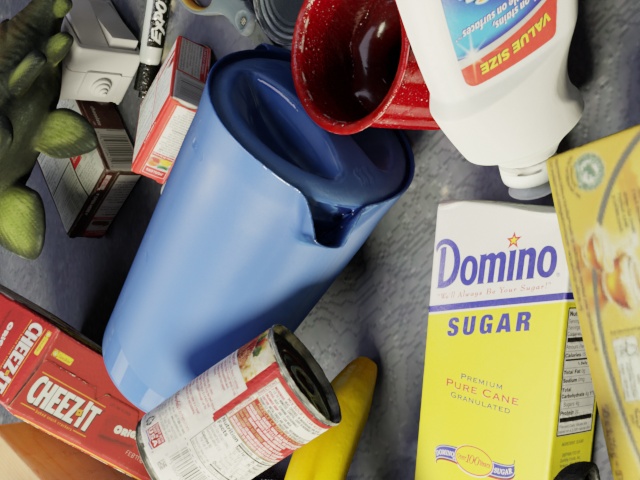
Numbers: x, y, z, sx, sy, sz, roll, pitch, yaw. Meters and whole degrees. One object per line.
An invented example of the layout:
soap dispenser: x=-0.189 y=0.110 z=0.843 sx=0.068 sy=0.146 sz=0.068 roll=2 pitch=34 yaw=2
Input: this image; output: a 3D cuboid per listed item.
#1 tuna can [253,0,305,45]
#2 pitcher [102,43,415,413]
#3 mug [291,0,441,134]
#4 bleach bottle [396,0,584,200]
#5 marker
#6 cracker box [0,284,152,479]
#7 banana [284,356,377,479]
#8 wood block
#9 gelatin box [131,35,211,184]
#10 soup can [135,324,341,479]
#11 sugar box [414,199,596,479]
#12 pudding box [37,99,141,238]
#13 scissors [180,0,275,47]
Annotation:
tuna can: x=-0.005 y=-0.168 z=0.691 sx=0.086 sy=0.033 sz=0.086 roll=1 pitch=92 yaw=49
pitcher: x=-0.055 y=0.001 z=0.691 sx=0.145 sy=0.149 sz=0.243 roll=39 pitch=127 yaw=8
mug: x=0.038 y=-0.113 z=0.608 sx=0.117 sy=0.081 sz=0.093 roll=54 pitch=128 yaw=33
bleach bottle: x=0.083 y=-0.137 z=0.511 sx=0.068 sy=0.102 sz=0.251 roll=-118 pitch=7 yaw=-64
marker: x=-0.131 y=-0.172 z=0.844 sx=0.020 sy=0.020 sz=0.121 roll=26 pitch=110 yaw=45
cracker box: x=-0.213 y=0.098 z=0.829 sx=0.214 sy=0.164 sz=0.072 roll=21 pitch=76 yaw=46
banana: x=-0.003 y=0.167 z=0.646 sx=0.037 sy=0.069 sz=0.198 roll=9 pitch=87 yaw=23
wood block: x=-0.190 y=0.231 z=0.868 sx=0.206 sy=0.090 sz=0.091 roll=27 pitch=111 yaw=46
gelatin box: x=-0.109 y=-0.098 z=0.789 sx=0.073 sy=0.030 sz=0.089 roll=-54 pitch=24 yaw=34
soup can: x=-0.048 y=0.105 z=0.622 sx=0.102 sy=0.068 sz=0.068 roll=-35 pitch=61 yaw=10
sugar box: x=0.100 y=0.068 z=0.568 sx=0.094 sy=0.048 sz=0.176 roll=8 pitch=98 yaw=48
pudding box: x=-0.202 y=-0.072 z=0.914 sx=0.090 sy=0.039 sz=0.113 roll=-52 pitch=53 yaw=37
scissors: x=-0.048 y=-0.175 z=0.753 sx=0.202 sy=0.016 sz=0.096 roll=42 pitch=121 yaw=39
